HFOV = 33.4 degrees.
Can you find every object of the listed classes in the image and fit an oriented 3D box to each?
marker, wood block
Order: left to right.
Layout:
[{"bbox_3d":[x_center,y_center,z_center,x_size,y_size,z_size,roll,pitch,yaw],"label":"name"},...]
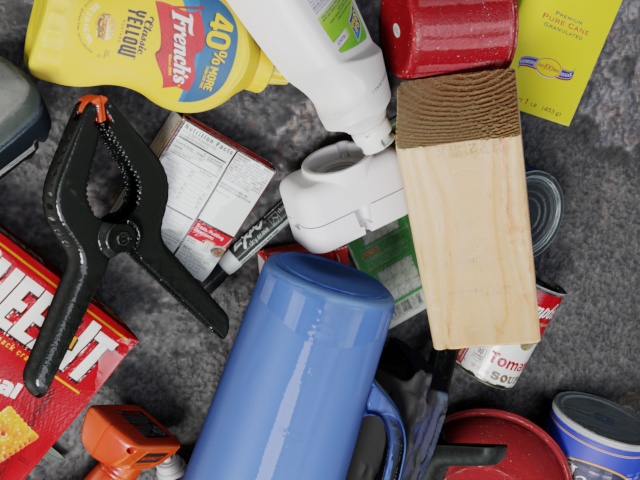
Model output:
[{"bbox_3d":[-0.056,0.001,0.874,0.121,0.020,0.020,-42,121,0],"label":"marker"},{"bbox_3d":[0.118,-0.020,0.835,0.090,0.090,0.206,-6,131,11],"label":"wood block"}]

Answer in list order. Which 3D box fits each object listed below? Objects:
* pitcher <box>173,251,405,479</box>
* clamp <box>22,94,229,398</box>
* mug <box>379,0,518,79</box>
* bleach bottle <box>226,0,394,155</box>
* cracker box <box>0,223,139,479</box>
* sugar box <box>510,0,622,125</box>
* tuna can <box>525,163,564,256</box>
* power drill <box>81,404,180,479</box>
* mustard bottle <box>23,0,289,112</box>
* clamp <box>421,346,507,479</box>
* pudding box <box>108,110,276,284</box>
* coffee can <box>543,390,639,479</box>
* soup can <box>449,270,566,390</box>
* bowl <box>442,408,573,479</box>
[{"bbox_3d":[-0.017,0.141,0.851,0.148,0.145,0.243,4,109,-49],"label":"pitcher"},{"bbox_3d":[-0.141,-0.001,0.776,0.164,0.036,0.210,-8,103,-36],"label":"clamp"},{"bbox_3d":[0.094,-0.179,0.821,0.081,0.093,0.117,-7,95,-14],"label":"mug"},{"bbox_3d":[-0.018,-0.165,0.761,0.250,0.068,0.102,59,42,-25],"label":"bleach bottle"},{"bbox_3d":[-0.266,0.103,0.787,0.213,0.072,0.164,-50,122,-6],"label":"cracker box"},{"bbox_3d":[0.195,-0.192,0.876,0.093,0.048,0.176,13,108,-26],"label":"sugar box"},{"bbox_3d":[0.172,-0.025,0.937,0.086,0.034,0.086,-11,112,-28],"label":"tuna can"},{"bbox_3d":[-0.204,0.217,0.841,0.188,0.057,0.184,-52,164,3],"label":"power drill"},{"bbox_3d":[-0.108,-0.143,0.768,0.191,0.058,0.096,11,102,-26],"label":"mustard bottle"},{"bbox_3d":[0.102,0.187,0.959,0.039,0.120,0.172,5,129,-28],"label":"clamp"},{"bbox_3d":[-0.102,-0.033,0.830,0.090,0.039,0.113,30,96,-27],"label":"pudding box"},{"bbox_3d":[0.256,0.235,1.053,0.102,0.103,0.140,9,109,-25],"label":"coffee can"},{"bbox_3d":[0.168,0.075,0.969,0.068,0.069,0.102,20,104,-28],"label":"soup can"},{"bbox_3d":[0.154,0.242,0.997,0.162,0.055,0.162,3,104,13],"label":"bowl"}]
